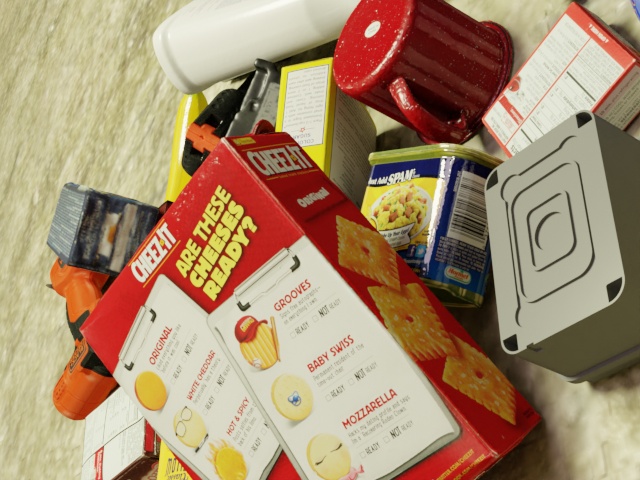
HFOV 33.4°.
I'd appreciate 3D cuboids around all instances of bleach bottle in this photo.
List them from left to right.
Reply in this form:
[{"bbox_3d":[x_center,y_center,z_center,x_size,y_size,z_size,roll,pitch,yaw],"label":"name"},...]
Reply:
[{"bbox_3d":[-0.017,-0.179,0.835,0.251,0.068,0.102,-5,32,45],"label":"bleach bottle"}]

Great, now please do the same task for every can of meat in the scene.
[{"bbox_3d":[0.063,-0.007,0.641,0.102,0.057,0.084,-1,72,58],"label":"can of meat"}]

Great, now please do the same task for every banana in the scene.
[{"bbox_3d":[-0.126,-0.055,0.971,0.037,0.069,0.198,-2,71,19],"label":"banana"}]

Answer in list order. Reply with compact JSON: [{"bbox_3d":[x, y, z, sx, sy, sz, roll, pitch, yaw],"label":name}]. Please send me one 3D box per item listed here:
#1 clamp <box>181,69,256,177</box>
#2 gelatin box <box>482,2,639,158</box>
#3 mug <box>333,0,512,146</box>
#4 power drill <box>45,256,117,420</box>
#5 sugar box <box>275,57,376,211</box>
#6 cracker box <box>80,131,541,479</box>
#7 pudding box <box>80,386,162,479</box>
[{"bbox_3d":[-0.085,-0.081,0.886,0.171,0.039,0.120,-50,-16,-71],"label":"clamp"},{"bbox_3d":[0.138,-0.077,0.595,0.089,0.030,0.073,-54,34,22],"label":"gelatin box"},{"bbox_3d":[0.063,-0.107,0.682,0.093,0.081,0.117,-42,38,36],"label":"mug"},{"bbox_3d":[-0.208,0.052,1.030,0.185,0.057,0.188,-53,33,23],"label":"power drill"},{"bbox_3d":[0.001,-0.022,0.708,0.048,0.093,0.176,-6,59,23],"label":"sugar box"},{"bbox_3d":[-0.013,0.072,0.588,0.214,0.072,0.164,49,120,15],"label":"cracker box"},{"bbox_3d":[-0.160,0.168,0.896,0.114,0.039,0.090,-39,39,36],"label":"pudding box"}]
